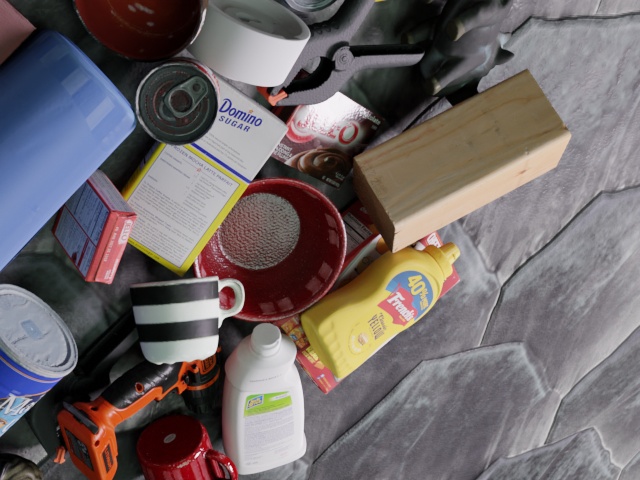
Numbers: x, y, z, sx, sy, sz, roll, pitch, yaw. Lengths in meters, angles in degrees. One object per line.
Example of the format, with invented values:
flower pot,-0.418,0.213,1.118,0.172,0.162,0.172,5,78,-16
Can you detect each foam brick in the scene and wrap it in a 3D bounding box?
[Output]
foam brick,-0.270,-0.177,0.817,0.051,0.053,0.078,-46,139,0

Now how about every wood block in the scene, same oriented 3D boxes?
wood block,0.144,-0.082,1.119,0.206,0.090,0.091,-27,163,-7

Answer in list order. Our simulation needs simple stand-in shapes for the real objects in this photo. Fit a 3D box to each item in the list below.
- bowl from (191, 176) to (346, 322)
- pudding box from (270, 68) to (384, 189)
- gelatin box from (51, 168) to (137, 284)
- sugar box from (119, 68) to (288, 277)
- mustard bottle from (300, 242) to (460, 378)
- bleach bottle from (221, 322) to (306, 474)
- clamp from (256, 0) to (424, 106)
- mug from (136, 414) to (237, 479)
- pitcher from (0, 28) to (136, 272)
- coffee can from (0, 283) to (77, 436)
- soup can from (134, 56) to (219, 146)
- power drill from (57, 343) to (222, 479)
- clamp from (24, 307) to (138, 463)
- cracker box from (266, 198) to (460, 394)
bowl,-0.057,0.001,1.099,0.162,0.055,0.162,-6,116,-13
pudding box,-0.001,-0.113,1.087,0.113,0.039,0.090,23,105,-46
gelatin box,-0.204,-0.015,0.965,0.030,0.089,0.073,6,117,-40
sugar box,-0.119,-0.064,1.005,0.093,0.048,0.176,35,96,-17
mustard bottle,0.073,0.062,1.160,0.191,0.058,0.096,-36,132,-13
bleach bottle,-0.059,0.172,1.194,0.102,0.068,0.251,-16,145,-18
clamp,0.022,-0.176,1.012,0.171,0.039,0.120,-38,128,1
mug,-0.149,0.253,1.202,0.093,0.117,0.081,-61,149,-45
pitcher,-0.267,-0.050,0.872,0.242,0.149,0.145,-44,112,-6
coffee can,-0.304,0.122,0.961,0.140,0.103,0.102,-42,139,16
soup can,-0.120,-0.121,0.912,0.068,0.102,0.068,-1,103,-4
power drill,-0.180,0.168,1.116,0.187,0.057,0.184,-43,149,-30
clamp,-0.241,0.134,1.091,0.164,0.036,0.210,-8,124,-36
cracker box,0.040,0.052,1.224,0.213,0.072,0.164,-40,138,-7
